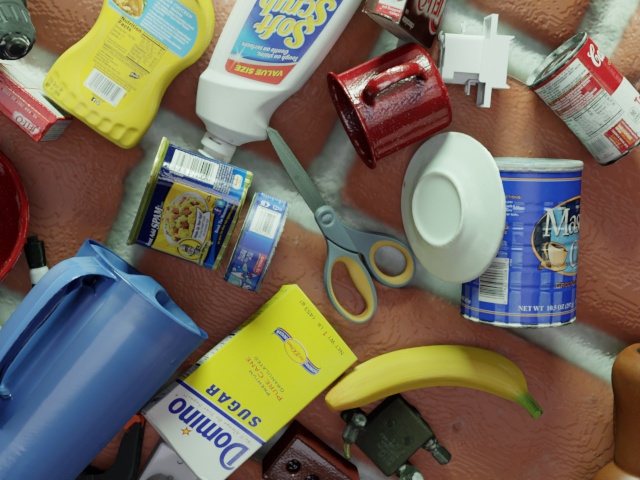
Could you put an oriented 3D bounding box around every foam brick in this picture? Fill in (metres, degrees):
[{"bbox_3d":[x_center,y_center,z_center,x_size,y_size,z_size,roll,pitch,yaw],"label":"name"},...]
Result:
[{"bbox_3d":[-0.009,0.214,0.986,0.078,0.051,0.053,38,94,-8],"label":"foam brick"}]

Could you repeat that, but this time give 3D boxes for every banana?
[{"bbox_3d":[0.102,0.126,0.977,0.198,0.069,0.037,1,128,-1],"label":"banana"}]

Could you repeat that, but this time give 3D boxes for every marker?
[{"bbox_3d":[-0.250,0.055,0.966,0.020,0.020,0.121,-10,98,-3],"label":"marker"}]

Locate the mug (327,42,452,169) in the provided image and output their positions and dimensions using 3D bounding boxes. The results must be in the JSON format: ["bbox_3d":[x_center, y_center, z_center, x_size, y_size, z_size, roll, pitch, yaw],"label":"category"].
[{"bbox_3d":[0.061,-0.123,0.918,0.081,0.117,0.093,-26,76,-5],"label":"mug"}]

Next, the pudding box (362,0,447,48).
[{"bbox_3d":[0.081,-0.219,0.905,0.039,0.113,0.090,20,96,21],"label":"pudding box"}]

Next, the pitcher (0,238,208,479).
[{"bbox_3d":[-0.224,0.124,0.899,0.149,0.145,0.243,41,87,-17],"label":"pitcher"}]

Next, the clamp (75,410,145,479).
[{"bbox_3d":[-0.232,0.216,0.980,0.120,0.039,0.171,34,88,-2],"label":"clamp"}]

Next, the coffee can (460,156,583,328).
[{"bbox_3d":[0.177,-0.001,0.944,0.102,0.103,0.140,0,98,-4],"label":"coffee can"}]

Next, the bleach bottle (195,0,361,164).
[{"bbox_3d":[-0.030,-0.179,0.930,0.102,0.068,0.251,27,98,-8],"label":"bleach bottle"}]

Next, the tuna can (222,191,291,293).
[{"bbox_3d":[-0.056,0.001,0.938,0.033,0.086,0.086,21,96,-5],"label":"tuna can"}]

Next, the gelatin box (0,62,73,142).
[{"bbox_3d":[-0.253,-0.117,0.908,0.073,0.089,0.030,41,93,-8],"label":"gelatin box"}]

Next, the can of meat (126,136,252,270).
[{"bbox_3d":[-0.114,-0.029,0.930,0.084,0.057,0.102,19,129,-9],"label":"can of meat"}]

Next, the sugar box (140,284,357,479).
[{"bbox_3d":[-0.063,0.129,0.953,0.176,0.048,0.093,-42,97,-16],"label":"sugar box"}]

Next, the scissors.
[{"bbox_3d":[0.025,-0.021,0.961,0.096,0.016,0.202,-19,108,-8],"label":"scissors"}]

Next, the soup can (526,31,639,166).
[{"bbox_3d":[0.242,-0.125,0.950,0.068,0.068,0.102,-44,98,2],"label":"soup can"}]

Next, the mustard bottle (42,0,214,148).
[{"bbox_3d":[-0.148,-0.181,0.922,0.096,0.058,0.191,36,94,-6],"label":"mustard bottle"}]
